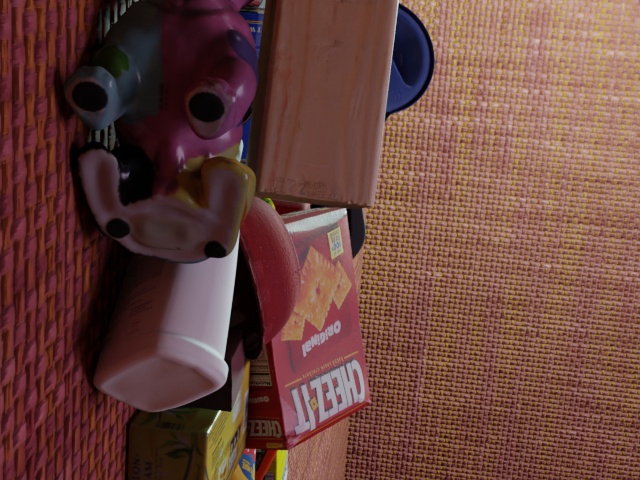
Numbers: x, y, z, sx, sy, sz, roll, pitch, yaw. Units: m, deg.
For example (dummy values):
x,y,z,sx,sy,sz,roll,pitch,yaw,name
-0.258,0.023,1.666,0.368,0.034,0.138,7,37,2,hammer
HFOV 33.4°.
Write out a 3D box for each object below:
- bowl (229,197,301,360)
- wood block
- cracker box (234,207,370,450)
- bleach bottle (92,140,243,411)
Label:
x,y,z,sx,sy,sz,roll,pitch,yaw,name
-0.061,0.018,0.919,0.162,0.055,0.162,51,-29,42,bowl
0.001,-0.131,0.793,0.091,0.090,0.206,-179,-84,-81,wood block
-0.026,0.082,1.063,0.163,0.072,0.214,-16,99,-56,cracker box
-0.096,-0.004,0.792,0.103,0.068,0.250,-28,-138,42,bleach bottle
